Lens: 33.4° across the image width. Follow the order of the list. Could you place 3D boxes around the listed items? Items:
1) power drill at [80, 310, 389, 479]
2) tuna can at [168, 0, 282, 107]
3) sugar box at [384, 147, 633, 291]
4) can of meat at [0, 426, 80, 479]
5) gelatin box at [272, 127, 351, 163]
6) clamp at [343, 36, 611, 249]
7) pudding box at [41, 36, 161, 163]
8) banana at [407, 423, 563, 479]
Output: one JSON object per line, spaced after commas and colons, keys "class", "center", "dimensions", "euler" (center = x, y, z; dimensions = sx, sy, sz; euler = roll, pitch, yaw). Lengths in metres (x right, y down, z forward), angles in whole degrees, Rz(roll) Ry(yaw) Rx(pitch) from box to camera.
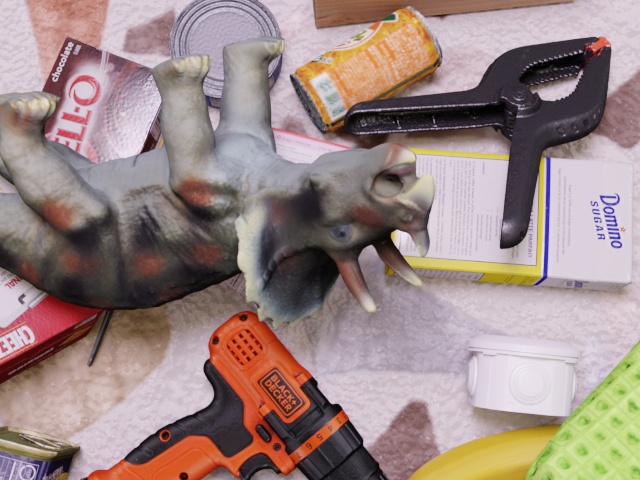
{"class": "power drill", "center": [-0.062, 0.171, 0.754], "dimensions": [0.187, 0.057, 0.184], "euler": [-39, 81, -8]}
{"class": "tuna can", "center": [-0.071, -0.146, 0.820], "dimensions": [0.086, 0.034, 0.086], "euler": [0, 80, 1]}
{"class": "sugar box", "center": [0.139, -0.015, 0.790], "dimensions": [0.176, 0.048, 0.093], "euler": [5, 78, -2]}
{"class": "can of meat", "center": [-0.211, 0.176, 0.732], "dimensions": [0.057, 0.102, 0.084], "euler": [15, 82, 2]}
{"class": "gelatin box", "center": [-0.006, -0.052, 0.783], "dimensions": [0.089, 0.073, 0.030], "euler": [14, 80, 3]}
{"class": "clamp", "center": [0.146, -0.084, 0.773], "dimensions": [0.209, 0.036, 0.165], "euler": [-28, 56, -21]}
{"class": "pudding box", "center": [-0.170, -0.085, 0.808], "dimensions": [0.090, 0.039, 0.113], "euler": [21, 81, 5]}
{"class": "banana", "center": [0.150, 0.158, 0.750], "dimensions": [0.198, 0.069, 0.037], "euler": [-5, 108, 4]}
